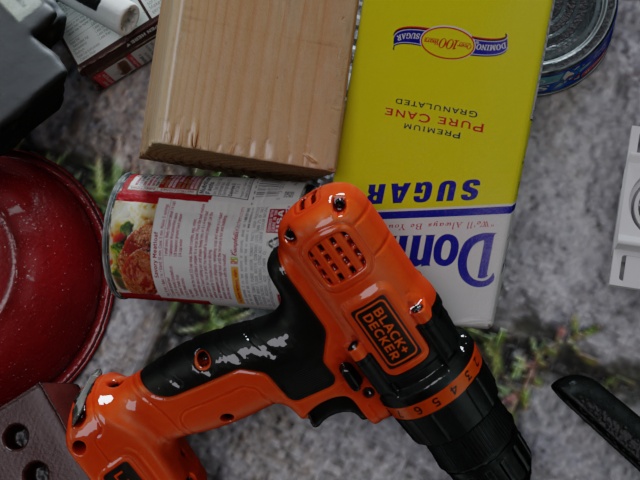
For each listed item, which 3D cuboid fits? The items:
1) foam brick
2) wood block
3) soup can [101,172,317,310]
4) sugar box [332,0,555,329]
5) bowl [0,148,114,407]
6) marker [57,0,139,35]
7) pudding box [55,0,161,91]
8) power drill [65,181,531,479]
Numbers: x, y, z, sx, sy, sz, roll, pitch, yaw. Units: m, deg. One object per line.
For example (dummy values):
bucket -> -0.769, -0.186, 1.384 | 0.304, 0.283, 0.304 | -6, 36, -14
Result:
foam brick -> -0.139, 0.120, 0.557 | 0.053, 0.051, 0.078 | -33, 79, 3
wood block -> -0.030, -0.139, 0.544 | 0.090, 0.090, 0.206 | 9, 87, -14
soup can -> -0.054, 0.001, 0.558 | 0.102, 0.068, 0.068 | 4, 80, 11
sugar box -> 0.057, -0.050, 0.536 | 0.093, 0.048, 0.176 | 10, 96, 12
bowl -> -0.198, 0.020, 0.588 | 0.162, 0.055, 0.162 | -2, 79, 10
marker -> -0.153, -0.146, 0.589 | 0.121, 0.020, 0.020 | 30, 86, 17
pudding box -> -0.121, -0.157, 0.616 | 0.090, 0.039, 0.113 | -31, 74, 4
power drill -> -0.012, 0.087, 0.518 | 0.188, 0.057, 0.184 | -31, 105, 11
